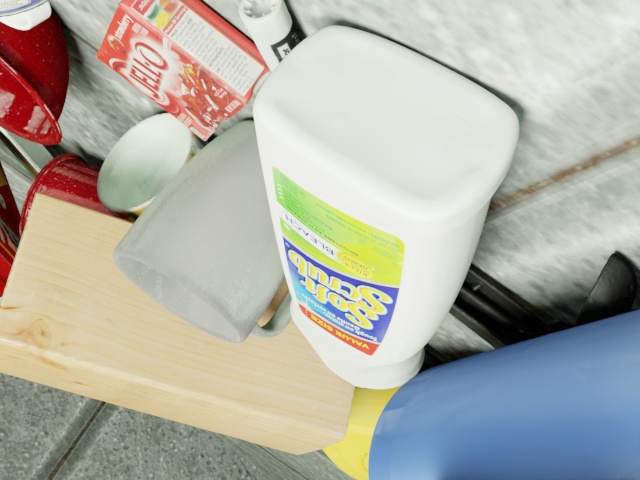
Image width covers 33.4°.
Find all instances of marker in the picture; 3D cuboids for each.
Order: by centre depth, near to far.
[{"bbox_3d":[-0.008,-0.067,0.485,0.020,0.020,0.121,25,162,29],"label":"marker"}]

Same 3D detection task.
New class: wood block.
[{"bbox_3d":[-0.086,0.056,0.638,0.206,0.091,0.090,18,158,-14],"label":"wood block"}]

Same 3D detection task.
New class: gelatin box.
[{"bbox_3d":[-0.069,-0.089,0.525,0.073,0.030,0.089,38,163,-12],"label":"gelatin box"}]

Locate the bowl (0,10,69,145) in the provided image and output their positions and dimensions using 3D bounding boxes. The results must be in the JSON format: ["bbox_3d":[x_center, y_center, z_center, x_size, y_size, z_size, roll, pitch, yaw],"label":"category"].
[{"bbox_3d":[-0.205,-0.128,0.631,0.162,0.055,0.162,31,164,10],"label":"bowl"}]

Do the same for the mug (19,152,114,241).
[{"bbox_3d":[-0.169,-0.015,0.847,0.082,0.093,0.117,18,-167,19],"label":"mug"}]

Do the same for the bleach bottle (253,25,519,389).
[{"bbox_3d":[0.028,0.014,0.506,0.103,0.068,0.251,32,156,19],"label":"bleach bottle"}]

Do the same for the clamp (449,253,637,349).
[{"bbox_3d":[0.132,0.063,0.557,0.209,0.036,0.165,47,161,-27],"label":"clamp"}]

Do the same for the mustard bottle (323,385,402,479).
[{"bbox_3d":[0.092,0.121,0.702,0.192,0.058,0.096,-19,132,42],"label":"mustard bottle"}]
